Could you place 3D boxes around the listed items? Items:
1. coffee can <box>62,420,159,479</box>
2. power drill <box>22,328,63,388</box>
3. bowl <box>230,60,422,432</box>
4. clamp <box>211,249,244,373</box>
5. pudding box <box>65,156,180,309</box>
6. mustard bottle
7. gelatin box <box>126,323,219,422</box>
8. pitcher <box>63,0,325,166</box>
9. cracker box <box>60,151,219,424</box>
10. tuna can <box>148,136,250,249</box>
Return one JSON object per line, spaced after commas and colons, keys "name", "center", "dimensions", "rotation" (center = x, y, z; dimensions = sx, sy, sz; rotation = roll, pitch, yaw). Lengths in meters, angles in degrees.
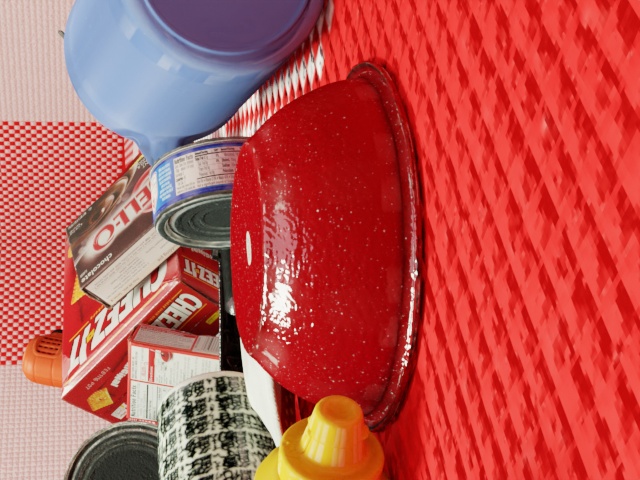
{"name": "coffee can", "center": [-0.129, 0.195, 0.827], "dimensions": [0.140, 0.103, 0.103], "rotation": [67, -161, -75]}
{"name": "power drill", "center": [-0.173, 0.082, 1.039], "dimensions": [0.187, 0.184, 0.057], "rotation": [-74, -6, -52]}
{"name": "bowl", "center": [-0.006, 0.003, 0.462], "dimensions": [0.162, 0.055, 0.162], "rotation": [179, 90, -77]}
{"name": "clamp", "center": [-0.055, 0.001, 0.716], "dimensions": [0.120, 0.039, 0.171], "rotation": [122, 145, -65]}
{"name": "pudding box", "center": [-0.147, -0.013, 0.851], "dimensions": [0.113, 0.039, 0.090], "rotation": [-43, 36, 9]}
{"name": "mustard bottle", "center": [-0.004, 0.143, 0.451], "dimensions": [0.096, 0.058, 0.192], "rotation": [-91, 7, -57]}
{"name": "gelatin box", "center": [-0.105, 0.108, 0.830], "dimensions": [0.030, 0.089, 0.073], "rotation": [-73, -9, -61]}
{"name": "pitcher", "center": [-0.078, -0.143, 0.628], "dimensions": [0.149, 0.145, 0.243], "rotation": [48, 167, -10]}
{"name": "cracker box", "center": [-0.156, 0.026, 0.933], "dimensions": [0.164, 0.072, 0.214], "rotation": [-44, 34, 23]}
{"name": "tuna can", "center": [-0.052, -0.025, 0.599], "dimensions": [0.086, 0.086, 0.034], "rotation": [118, 147, -66]}
